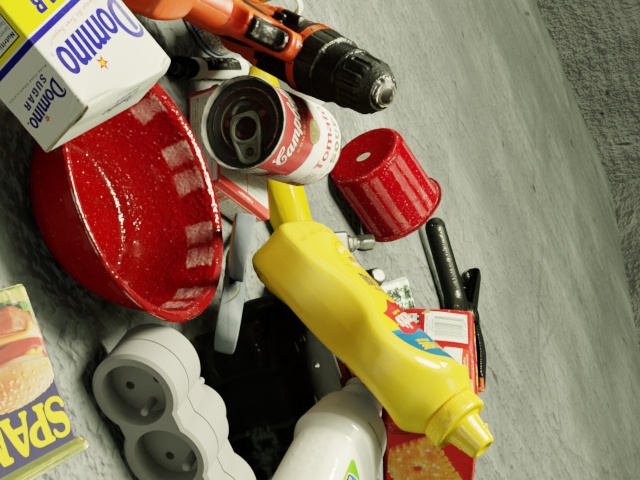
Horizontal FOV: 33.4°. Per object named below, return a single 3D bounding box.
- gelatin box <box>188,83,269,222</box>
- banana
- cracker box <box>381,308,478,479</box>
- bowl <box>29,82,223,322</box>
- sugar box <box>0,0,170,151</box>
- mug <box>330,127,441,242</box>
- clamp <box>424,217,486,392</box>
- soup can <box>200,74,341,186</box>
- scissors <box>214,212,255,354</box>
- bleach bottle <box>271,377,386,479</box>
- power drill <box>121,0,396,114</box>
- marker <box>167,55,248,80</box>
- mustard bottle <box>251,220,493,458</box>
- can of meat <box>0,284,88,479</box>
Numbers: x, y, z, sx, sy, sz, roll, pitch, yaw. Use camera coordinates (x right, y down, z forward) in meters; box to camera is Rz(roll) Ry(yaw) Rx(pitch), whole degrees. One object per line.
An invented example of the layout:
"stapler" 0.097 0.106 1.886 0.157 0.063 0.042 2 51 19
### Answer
"gelatin box" -0.071 -0.065 0.825 0.073 0.030 0.089 39 40 -54
"banana" -0.036 -0.073 0.908 0.069 0.037 0.198 17 59 -65
"cracker box" 0.081 0.184 0.840 0.164 0.072 0.214 -78 170 -63
"bowl" -0.122 -0.024 0.634 0.162 0.055 0.162 49 32 -46
"sugar box" -0.162 -0.136 0.547 0.176 0.048 0.093 47 31 -4
"mug" 0.059 -0.064 1.084 0.081 0.093 0.117 53 -2 -33
"clamp" 0.169 0.084 1.300 0.164 0.036 0.210 50 32 -47
"soup can" -0.034 -0.079 0.791 0.102 0.069 0.068 10 65 -65
"scissors" -0.055 0.001 0.726 0.201 0.016 0.096 -91 -168 -62
"bleach bottle" -0.008 0.190 0.655 0.250 0.068 0.102 -63 149 -45
"power drill" -0.055 -0.151 0.740 0.187 0.185 0.057 21 98 -47
"marker" -0.089 -0.137 0.849 0.121 0.020 0.020 -23 96 -69
"mustard bottle" 0.040 0.068 0.703 0.192 0.058 0.096 46 7 25
"can of meat" -0.159 0.071 0.472 0.084 0.057 0.102 70 21 0
